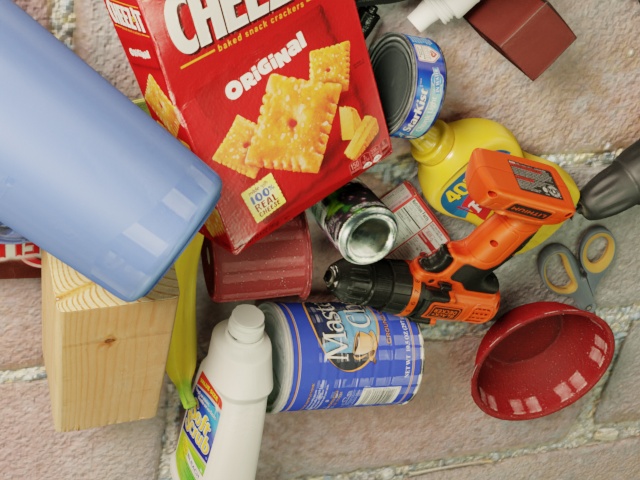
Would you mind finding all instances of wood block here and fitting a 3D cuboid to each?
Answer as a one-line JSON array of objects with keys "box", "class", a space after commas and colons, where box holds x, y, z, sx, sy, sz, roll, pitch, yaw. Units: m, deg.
[{"box": [-0.174, 0.067, 0.859, 0.090, 0.090, 0.206, -7, 148, -19], "class": "wood block"}]

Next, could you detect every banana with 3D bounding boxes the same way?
[{"box": [-0.120, 0.049, 0.929, 0.037, 0.070, 0.198, -19, 126, -33], "class": "banana"}]

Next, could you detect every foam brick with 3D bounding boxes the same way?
[{"box": [0.161, -0.178, 0.877, 0.051, 0.078, 0.053, -45, 129, 10], "class": "foam brick"}]

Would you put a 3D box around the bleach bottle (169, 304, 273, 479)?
[{"box": [-0.087, 0.153, 0.981, 0.068, 0.103, 0.251, -6, 132, -23], "class": "bleach bottle"}]

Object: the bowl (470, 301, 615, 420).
[{"box": [0.227, 0.117, 1.134, 0.162, 0.055, 0.162, -9, 131, -11], "class": "bowl"}]

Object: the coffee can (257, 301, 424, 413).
[{"box": [0.013, 0.108, 1.007, 0.140, 0.103, 0.103, 0, 124, -24], "class": "coffee can"}]

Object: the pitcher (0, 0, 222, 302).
[{"box": [-0.195, -0.062, 0.712, 0.242, 0.149, 0.145, 38, 78, -9], "class": "pitcher"}]

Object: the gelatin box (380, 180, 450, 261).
[{"box": [0.067, -0.003, 0.997, 0.089, 0.030, 0.073, -37, 129, 6], "class": "gelatin box"}]

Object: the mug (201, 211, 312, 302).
[{"box": [-0.056, 0.001, 0.905, 0.081, 0.093, 0.117, -6, 138, -14], "class": "mug"}]

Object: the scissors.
[{"box": [0.299, 0.054, 1.151, 0.096, 0.016, 0.201, -41, 130, 8], "class": "scissors"}]

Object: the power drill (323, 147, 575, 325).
[{"box": [0.117, 0.002, 0.940, 0.184, 0.057, 0.188, 9, 138, -31], "class": "power drill"}]

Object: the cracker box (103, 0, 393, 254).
[{"box": [-0.045, -0.122, 0.788, 0.164, 0.072, 0.213, -33, 126, -22], "class": "cracker box"}]

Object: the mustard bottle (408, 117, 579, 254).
[{"box": [0.146, -0.059, 0.971, 0.191, 0.058, 0.096, 29, 119, -36], "class": "mustard bottle"}]

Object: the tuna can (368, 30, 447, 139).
[{"box": [0.066, -0.125, 0.869, 0.033, 0.086, 0.086, 4, 123, -28], "class": "tuna can"}]
